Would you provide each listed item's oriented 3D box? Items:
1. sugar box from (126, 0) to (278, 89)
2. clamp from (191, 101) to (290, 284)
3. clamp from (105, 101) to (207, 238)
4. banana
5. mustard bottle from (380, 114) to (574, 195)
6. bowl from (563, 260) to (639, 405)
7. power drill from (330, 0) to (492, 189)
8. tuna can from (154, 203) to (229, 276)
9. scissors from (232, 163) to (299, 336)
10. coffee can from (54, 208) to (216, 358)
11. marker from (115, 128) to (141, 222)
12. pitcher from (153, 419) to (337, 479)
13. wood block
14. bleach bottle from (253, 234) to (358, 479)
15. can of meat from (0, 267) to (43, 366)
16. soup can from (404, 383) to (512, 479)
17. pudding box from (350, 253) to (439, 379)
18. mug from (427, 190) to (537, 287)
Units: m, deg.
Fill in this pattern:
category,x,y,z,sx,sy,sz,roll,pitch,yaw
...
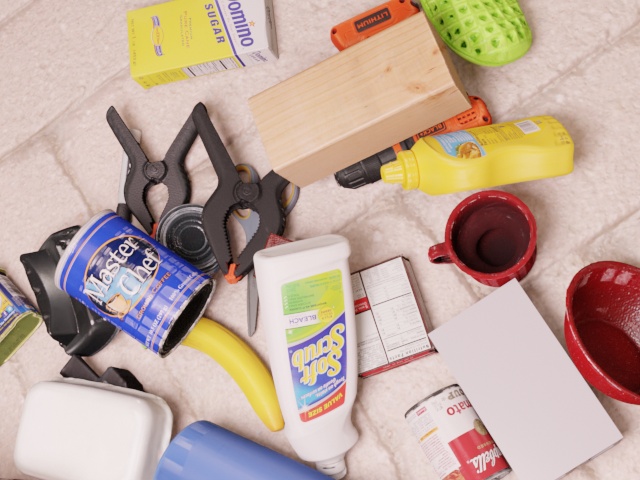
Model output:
category,x,y,z,sx,sy,sz,roll,pitch,yaw
sugar box,-0.143,-0.248,1.286,0.176,0.048,0.093,-12,74,15
clamp,-0.090,-0.057,1.201,0.164,0.036,0.210,15,76,7
clamp,-0.184,-0.087,1.261,0.120,0.039,0.171,-11,83,7
banana,-0.108,0.135,1.191,0.198,0.037,0.070,30,106,22
mustard bottle,0.157,-0.084,1.104,0.191,0.096,0.058,-10,118,-8
bowl,0.296,0.101,1.040,0.162,0.055,0.162,13,50,-17
power drill,0.077,-0.165,1.196,0.184,0.057,0.188,-23,74,7
tuna can,-0.146,0.002,1.215,0.086,0.034,0.086,3,73,-10
scissors,-0.058,0.001,1.216,0.096,0.016,0.202,-17,73,12
coffee can,-0.198,0.046,1.146,0.140,0.103,0.103,33,88,8
marker,-0.233,-0.074,1.285,0.020,0.020,0.121,1,77,17
pitcher,-0.052,0.290,1.094,0.243,0.145,0.149,23,72,24
wood block,0.041,-0.144,1.124,0.206,0.090,0.090,-25,73,14
bleach bottle,0.000,0.126,1.107,0.102,0.068,0.251,-13,102,-12
can of meat,-0.394,0.095,1.273,0.084,0.057,0.102,43,92,19
soup can,0.138,0.205,1.081,0.068,0.068,0.102,-33,70,7
pudding box,0.068,0.082,1.148,0.090,0.039,0.113,-20,74,11
mug,0.170,0.006,1.112,0.117,0.081,0.093,-16,73,12
